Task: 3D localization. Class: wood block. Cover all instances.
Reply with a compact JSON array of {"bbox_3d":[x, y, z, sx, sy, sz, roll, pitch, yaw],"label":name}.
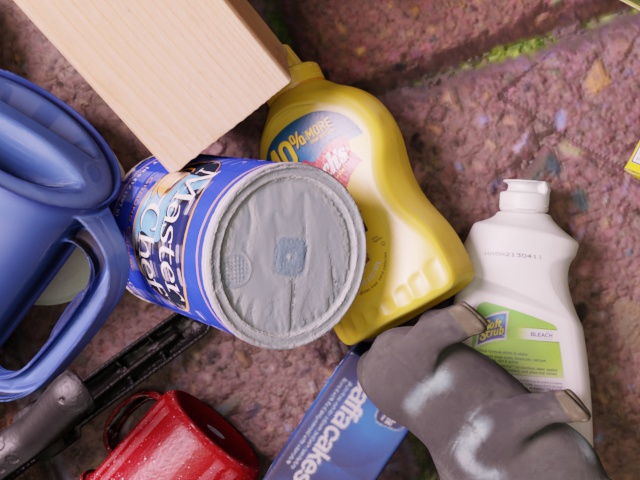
[{"bbox_3d":[-0.116,-0.151,0.602,0.091,0.090,0.206,-37,110,11],"label":"wood block"}]

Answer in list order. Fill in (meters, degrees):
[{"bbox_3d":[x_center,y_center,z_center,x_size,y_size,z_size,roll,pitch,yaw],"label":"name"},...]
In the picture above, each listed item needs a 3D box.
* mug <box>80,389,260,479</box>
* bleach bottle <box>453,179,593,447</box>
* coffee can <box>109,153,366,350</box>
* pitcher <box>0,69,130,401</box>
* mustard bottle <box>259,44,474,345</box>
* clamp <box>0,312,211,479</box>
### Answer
[{"bbox_3d":[-0.100,0.145,0.696,0.081,0.093,0.117,-49,51,2],"label":"mug"},{"bbox_3d":[0.130,0.088,0.674,0.102,0.068,0.251,4,91,6],"label":"bleach bottle"},{"bbox_3d":[-0.054,0.001,0.632,0.102,0.141,0.103,-5,100,-33],"label":"coffee can"},{"bbox_3d":[-0.229,0.027,0.653,0.144,0.149,0.243,22,118,-32],"label":"pitcher"},{"bbox_3d":[0.013,-0.038,0.670,0.096,0.058,0.192,-34,77,36],"label":"mustard bottle"},{"bbox_3d":[-0.167,0.114,0.690,0.210,0.164,0.036,-38,86,30],"label":"clamp"}]
